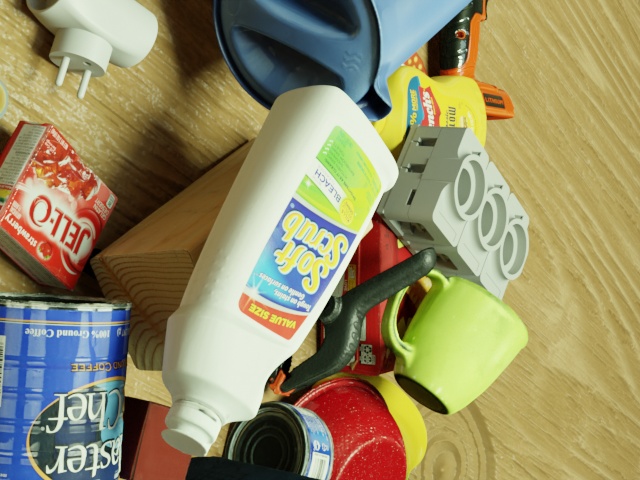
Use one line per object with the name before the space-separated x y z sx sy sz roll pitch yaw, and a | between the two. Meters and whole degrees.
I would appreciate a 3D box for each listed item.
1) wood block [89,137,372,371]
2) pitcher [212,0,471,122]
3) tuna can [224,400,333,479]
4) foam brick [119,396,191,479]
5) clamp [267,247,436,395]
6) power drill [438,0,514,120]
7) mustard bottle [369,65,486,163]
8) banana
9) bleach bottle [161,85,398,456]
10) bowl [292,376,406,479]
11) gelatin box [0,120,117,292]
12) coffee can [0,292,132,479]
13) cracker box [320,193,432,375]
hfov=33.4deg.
wood block | -0.055 0.001 0.769 0.205 0.090 0.091 -45 122 -49
pitcher | 0.032 -0.200 0.794 0.242 0.145 0.149 -43 137 -48
tuna can | -0.034 0.170 0.834 0.033 0.086 0.086 27 71 -49
foam brick | -0.128 0.133 0.713 0.051 0.078 0.053 30 68 -48
clamp | 0.001 0.044 0.874 0.171 0.120 0.039 -51 153 -2
power drill | 0.161 -0.218 1.089 0.184 0.057 0.188 -4 93 -49
mustard bottle | 0.077 -0.105 0.947 0.191 0.058 0.096 -1 96 -52
banana | 0.056 0.165 0.992 0.197 0.037 0.069 53 52 -40
bleach bottle | -0.030 0.022 0.667 0.102 0.068 0.250 52 48 -37
bowl | 0.023 0.201 0.907 0.161 0.055 0.162 -16 114 -40
gelatin box | -0.171 -0.020 0.671 0.073 0.030 0.089 -68 151 -24
coffee can | -0.168 0.104 0.637 0.102 0.103 0.140 5 88 -53
cracker box | 0.088 0.028 0.994 0.213 0.072 0.164 -6 98 -53
